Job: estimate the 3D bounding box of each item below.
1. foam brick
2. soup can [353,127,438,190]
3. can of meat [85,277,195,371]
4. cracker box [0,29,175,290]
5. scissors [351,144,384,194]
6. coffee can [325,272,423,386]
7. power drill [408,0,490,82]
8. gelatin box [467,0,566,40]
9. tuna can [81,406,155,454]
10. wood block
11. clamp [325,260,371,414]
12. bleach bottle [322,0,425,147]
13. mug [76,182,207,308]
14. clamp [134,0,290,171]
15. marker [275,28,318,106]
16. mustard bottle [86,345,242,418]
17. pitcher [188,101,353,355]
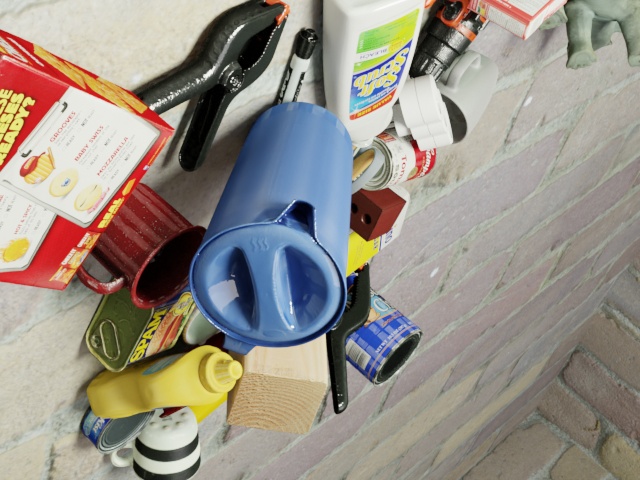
[{"bbox_3d":[0.053,-0.045,1.301,0.051,0.078,0.053,-24,147,-49],"label":"foam brick"},{"bbox_3d":[0.087,-0.101,1.288,0.102,0.068,0.069,-19,143,-50],"label":"soup can"},{"bbox_3d":[-0.179,0.076,1.086,0.083,0.057,0.102,-17,142,-58],"label":"can of meat"},{"bbox_3d":[-0.223,-0.055,0.769,0.164,0.072,0.213,-53,157,8],"label":"cracker box"},{"bbox_3d":[-0.002,-0.057,1.243,0.202,0.016,0.096,-34,-148,33],"label":"scissors"},{"bbox_3d":[0.059,0.122,1.497,0.102,0.140,0.103,-40,156,-22],"label":"coffee can"},{"bbox_3d":[0.134,-0.260,1.138,0.184,0.057,0.187,-57,160,7],"label":"power drill"},{"bbox_3d":[0.208,-0.256,1.113,0.089,0.073,0.030,-44,158,-31],"label":"gelatin box"},{"bbox_3d":[-0.230,0.201,1.219,0.086,0.034,0.086,-40,156,-22],"label":"tuna can"},{"bbox_3d":[-0.048,0.097,1.163,0.206,0.090,0.091,-93,-164,-47],"label":"wood block"},{"bbox_3d":[-0.002,0.103,1.416,0.210,0.164,0.036,-65,-172,-22],"label":"clamp"},{"bbox_3d":[0.052,-0.180,1.088,0.102,0.068,0.251,-23,153,-12],"label":"bleach bottle"},{"bbox_3d":[-0.168,0.007,0.957,0.117,0.081,0.093,-35,154,-32],"label":"mug"},{"bbox_3d":[-0.088,-0.138,0.933,0.171,0.039,0.120,-45,159,-12],"label":"clamp"},{"bbox_3d":[-0.027,-0.155,1.048,0.020,0.020,0.121,-27,149,-43],"label":"marker"},{"bbox_3d":[-0.151,0.145,1.107,0.192,0.058,0.096,-16,-179,42],"label":"mustard bottle"},{"bbox_3d":[-0.037,-0.018,0.985,0.242,0.149,0.145,-79,146,-54],"label":"pitcher"}]
